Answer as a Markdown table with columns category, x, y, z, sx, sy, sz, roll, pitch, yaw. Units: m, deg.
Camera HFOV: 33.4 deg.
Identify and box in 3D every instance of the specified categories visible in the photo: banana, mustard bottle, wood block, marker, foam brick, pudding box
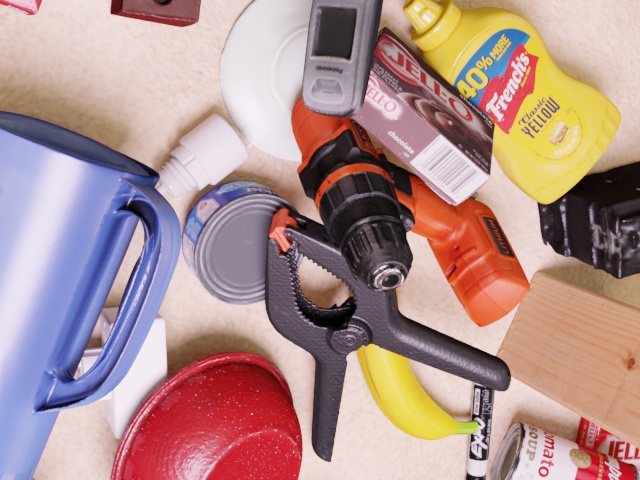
| category | x | y | z | sx | sy | sz | roll | pitch | yaw |
| --- | --- | --- | --- | --- | --- | --- | --- | --- | --- |
| banana | 0.059 | 0.084 | 0.833 | 0.069 | 0.037 | 0.198 | -34 | 111 | -28 |
| mustard bottle | 0.135 | -0.119 | 0.808 | 0.191 | 0.058 | 0.096 | 38 | 97 | -22 |
| wood block | 0.232 | 0.098 | 0.805 | 0.090 | 0.206 | 0.091 | 24 | 91 | -22 |
| marker | 0.131 | 0.161 | 0.881 | 0.020 | 0.020 | 0.121 | 0 | 100 | -21 |
| foam brick | -0.107 | -0.185 | 0.710 | 0.053 | 0.051 | 0.078 | 4 | 98 | -21 |
| pudding box | 0.069 | -0.088 | 0.741 | 0.113 | 0.090 | 0.039 | 41 | 120 | -13 |

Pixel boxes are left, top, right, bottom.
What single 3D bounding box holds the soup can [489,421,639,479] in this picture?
| category | x | y | z | sx | sy | sz | roll | pitch | yaw |
| --- | --- | --- | --- | --- | --- | --- | --- | --- | --- |
| soup can | 0.197 | 0.196 | 0.869 | 0.102 | 0.068 | 0.068 | 21 | 92 | 0 |

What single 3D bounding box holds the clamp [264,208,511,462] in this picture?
| category | x | y | z | sx | sy | sz | roll | pitch | yaw |
| --- | --- | --- | --- | --- | --- | --- | --- | --- | --- |
| clamp | 0.033 | 0.062 | 0.766 | 0.165 | 0.036 | 0.210 | -20 | 118 | 14 |

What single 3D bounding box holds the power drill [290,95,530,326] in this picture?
| category | x | y | z | sx | sy | sz | roll | pitch | yaw |
| --- | --- | --- | --- | --- | --- | --- | --- | --- | --- |
| power drill | 0.066 | -0.009 | 0.740 | 0.057 | 0.184 | 0.187 | -40 | 131 | 21 |

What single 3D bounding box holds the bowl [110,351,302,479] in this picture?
| category | x | y | z | sx | sy | sz | roll | pitch | yaw |
| --- | --- | --- | --- | --- | --- | --- | --- | --- | --- |
| bowl | -0.066 | 0.163 | 0.757 | 0.161 | 0.055 | 0.162 | -20 | 122 | -35 |

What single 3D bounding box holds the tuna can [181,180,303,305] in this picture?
| category | x | y | z | sx | sy | sz | roll | pitch | yaw |
| --- | --- | --- | --- | --- | --- | --- | --- | --- | --- |
| tuna can | -0.055 | 0.001 | 0.763 | 0.086 | 0.034 | 0.086 | -12 | 119 | -23 |

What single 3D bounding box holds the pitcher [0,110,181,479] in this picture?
| category | x | y | z | sx | sy | sz | roll | pitch | yaw |
| --- | --- | --- | --- | --- | --- | --- | --- | --- | --- |
| pitcher | -0.194 | 0.046 | 0.674 | 0.144 | 0.149 | 0.243 | 18 | 96 | -22 |
